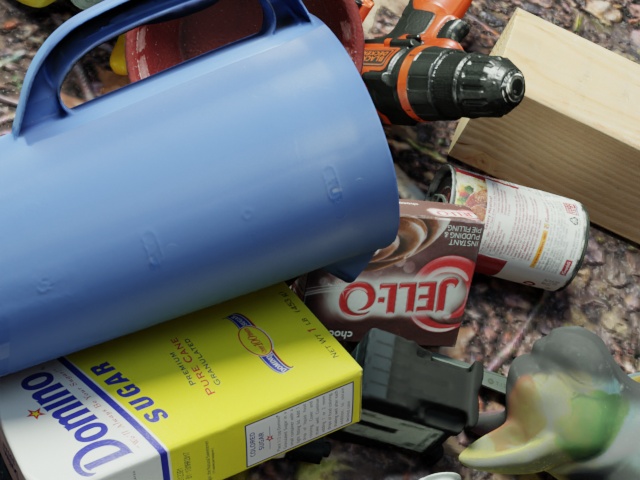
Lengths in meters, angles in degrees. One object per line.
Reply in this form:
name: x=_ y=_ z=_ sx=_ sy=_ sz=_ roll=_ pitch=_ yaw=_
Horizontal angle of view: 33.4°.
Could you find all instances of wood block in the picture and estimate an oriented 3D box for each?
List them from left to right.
wood block: x=0.215 y=-0.077 z=0.805 sx=0.206 sy=0.091 sz=0.090 roll=25 pitch=52 yaw=-2

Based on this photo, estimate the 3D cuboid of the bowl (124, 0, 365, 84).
bowl: x=-0.053 y=-0.134 z=0.739 sx=0.162 sy=0.162 sz=0.055 roll=11 pitch=18 yaw=-12

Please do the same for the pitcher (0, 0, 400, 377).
pitcher: x=-0.094 y=-0.027 z=0.542 sx=0.242 sy=0.145 sz=0.149 roll=-21 pitch=71 yaw=-14

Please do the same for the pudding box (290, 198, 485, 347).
pudding box: x=0.041 y=0.019 z=0.682 sx=0.113 sy=0.090 sz=0.039 roll=5 pitch=21 yaw=-14

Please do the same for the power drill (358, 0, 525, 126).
power drill: x=0.103 y=-0.159 z=0.760 sx=0.187 sy=0.185 sz=0.057 roll=-51 pitch=128 yaw=-21

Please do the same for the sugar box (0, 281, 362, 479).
sugar box: x=-0.076 y=0.084 z=0.558 sx=0.176 sy=0.048 sz=0.093 roll=-18 pitch=40 yaw=-26

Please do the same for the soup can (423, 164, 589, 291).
soup can: x=0.126 y=-0.008 z=0.743 sx=0.102 sy=0.069 sz=0.068 roll=14 pitch=54 yaw=-10
